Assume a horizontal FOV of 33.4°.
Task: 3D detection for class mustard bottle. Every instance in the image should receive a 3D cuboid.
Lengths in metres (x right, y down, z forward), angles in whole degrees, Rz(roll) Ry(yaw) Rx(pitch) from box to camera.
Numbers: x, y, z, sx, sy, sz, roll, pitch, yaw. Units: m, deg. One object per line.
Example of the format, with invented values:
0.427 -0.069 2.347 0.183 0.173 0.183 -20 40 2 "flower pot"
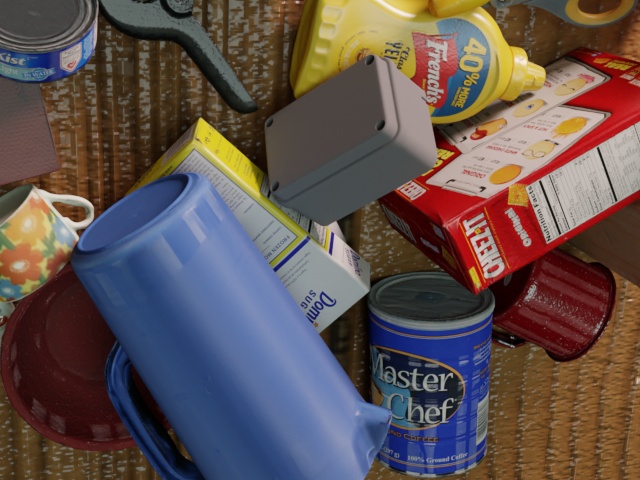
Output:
0.079 -0.137 0.801 0.191 0.058 0.096 7 120 -15 "mustard bottle"

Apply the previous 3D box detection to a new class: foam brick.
-0.216 -0.084 0.739 0.053 0.051 0.078 -14 113 -14 "foam brick"

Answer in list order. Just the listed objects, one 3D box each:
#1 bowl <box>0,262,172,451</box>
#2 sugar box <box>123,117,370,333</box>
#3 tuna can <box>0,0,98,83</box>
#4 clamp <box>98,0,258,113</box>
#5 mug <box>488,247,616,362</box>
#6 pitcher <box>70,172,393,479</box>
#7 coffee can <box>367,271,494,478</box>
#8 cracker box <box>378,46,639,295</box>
-0.162 0.077 0.814 0.162 0.055 0.162 -6 111 -16 "bowl"
-0.055 0.001 0.800 0.176 0.048 0.093 40 114 -19 "sugar box"
-0.191 -0.145 0.705 0.086 0.086 0.034 -6 147 -17 "tuna can"
-0.098 -0.162 0.755 0.171 0.039 0.120 11 93 -16 "clamp"
0.181 0.052 0.910 0.081 0.093 0.117 25 134 -20 "mug"
-0.075 0.081 0.751 0.149 0.145 0.242 -39 113 -18 "pitcher"
0.090 0.109 0.885 0.102 0.103 0.140 -7 112 -16 "coffee can"
0.162 -0.060 0.812 0.213 0.164 0.072 -30 114 -6 "cracker box"
